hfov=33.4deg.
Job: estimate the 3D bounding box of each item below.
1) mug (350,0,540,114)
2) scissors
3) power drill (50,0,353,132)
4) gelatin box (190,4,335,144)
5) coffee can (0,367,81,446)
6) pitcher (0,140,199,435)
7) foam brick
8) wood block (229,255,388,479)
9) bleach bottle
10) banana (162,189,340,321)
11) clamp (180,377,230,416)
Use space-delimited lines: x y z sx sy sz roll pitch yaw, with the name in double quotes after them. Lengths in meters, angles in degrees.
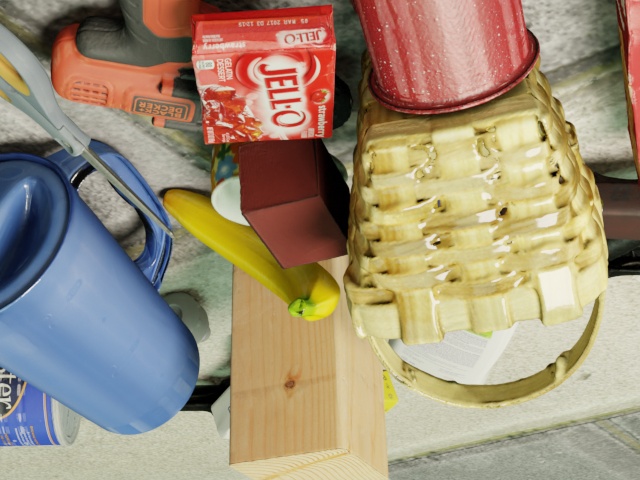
0.053 -0.128 0.555 0.093 0.117 0.081 -35 129 -19 "mug"
-0.148 -0.068 0.630 0.201 0.016 0.096 41 162 -17 "scissors"
-0.052 -0.124 0.588 0.184 0.057 0.188 6 151 -13 "power drill"
-0.029 -0.086 0.570 0.073 0.030 0.089 -3 155 -3 "gelatin box"
-0.312 0.150 1.040 0.140 0.103 0.103 -1 152 0 "coffee can"
-0.177 0.046 0.791 0.149 0.145 0.242 -12 146 15 "pitcher"
-0.014 -0.025 0.668 0.051 0.053 0.078 -12 148 14 "foam brick"
-0.010 0.074 0.803 0.091 0.206 0.090 -13 150 21 "wood block"
0.128 0.055 0.887 0.102 0.068 0.251 21 155 0 "bleach bottle"
-0.042 0.010 0.753 0.069 0.037 0.198 35 179 -42 "banana"
-0.102 0.169 1.148 0.165 0.036 0.209 -21 148 19 "clamp"
